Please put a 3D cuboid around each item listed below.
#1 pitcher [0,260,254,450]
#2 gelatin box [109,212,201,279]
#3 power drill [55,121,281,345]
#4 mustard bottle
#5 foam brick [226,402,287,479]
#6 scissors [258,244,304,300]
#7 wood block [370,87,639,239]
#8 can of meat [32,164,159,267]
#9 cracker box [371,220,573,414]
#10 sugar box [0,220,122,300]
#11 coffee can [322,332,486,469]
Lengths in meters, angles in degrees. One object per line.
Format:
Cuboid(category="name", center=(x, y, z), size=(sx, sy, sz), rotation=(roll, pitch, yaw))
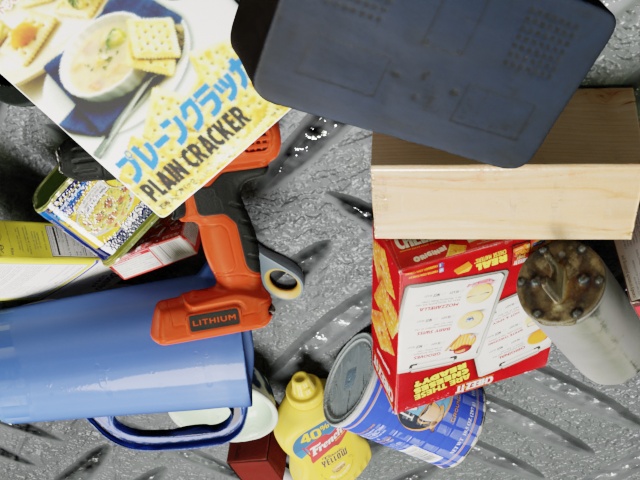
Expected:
Cuboid(category="pitcher", center=(-0.183, 0.114, 1.005), size=(0.243, 0.149, 0.145), rotation=(-7, 153, -2))
Cuboid(category="gelatin box", center=(-0.148, -0.011, 0.971), size=(0.089, 0.073, 0.030), rotation=(-19, 132, 27))
Cuboid(category="power drill", center=(-0.116, -0.011, 0.889), size=(0.184, 0.057, 0.188), rotation=(-8, 103, -10))
Cuboid(category="mustard bottle", center=(-0.003, 0.209, 1.198), size=(0.096, 0.058, 0.191), rotation=(-29, 136, -12))
Cuboid(category="foam brick", center=(-0.071, 0.235, 1.237), size=(0.053, 0.078, 0.051), rotation=(-9, 137, 20))
Cuboid(category="scissors", center=(-0.057, 0.001, 1.016), size=(0.096, 0.016, 0.202), rotation=(7, 139, -3))
Cuboid(category="wood block", center=(0.147, -0.061, 0.863), size=(0.206, 0.090, 0.090), rotation=(0, 139, 7))
Cuboid(category="can of meat", center=(-0.187, -0.042, 0.932), size=(0.102, 0.057, 0.083), rotation=(-46, 119, 7))
Cuboid(category="cracker box", center=(0.132, 0.052, 0.975), size=(0.164, 0.072, 0.214), rotation=(-15, 140, -11))
Cuboid(category="sugar box", center=(-0.255, 0.020, 0.978), size=(0.093, 0.048, 0.175), rotation=(-29, 164, 32))
Cuboid(category="coffee can", center=(0.088, 0.169, 1.122), size=(0.140, 0.102, 0.103), rotation=(25, 136, -20))
